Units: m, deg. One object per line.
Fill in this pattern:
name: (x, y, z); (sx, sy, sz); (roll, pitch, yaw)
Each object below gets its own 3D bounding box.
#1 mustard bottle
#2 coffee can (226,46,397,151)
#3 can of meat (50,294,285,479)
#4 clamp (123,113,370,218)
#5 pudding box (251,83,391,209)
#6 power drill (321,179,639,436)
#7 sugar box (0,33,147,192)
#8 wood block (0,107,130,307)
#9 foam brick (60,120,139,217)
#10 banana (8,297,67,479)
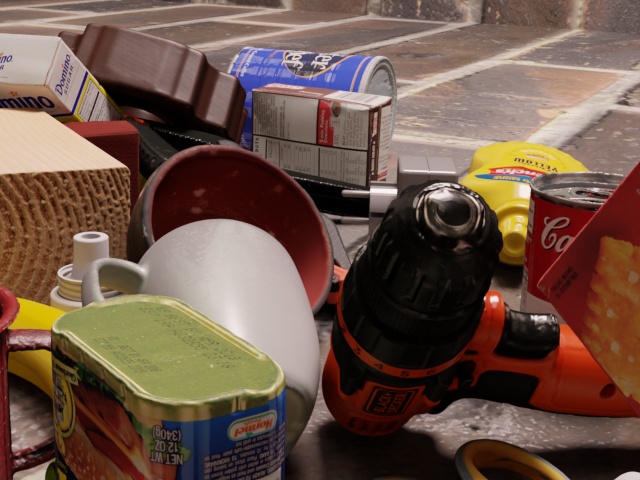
mustard bottle: (0.145, -0.024, 0.758); (0.096, 0.058, 0.191); (16, 20, 9)
coffee can: (-0.009, -0.128, 1.014); (0.140, 0.103, 0.102); (8, 18, 21)
can of meat: (-0.054, 0.073, 0.367); (0.057, 0.084, 0.102); (-10, 21, -35)
clamp: (-0.057, -0.044, 0.790); (0.210, 0.036, 0.164); (28, 25, 27)
pudding box: (-0.002, -0.075, 0.862); (0.114, 0.090, 0.039); (11, 21, 27)
power drill: (0.098, 0.036, 0.414); (0.187, 0.057, 0.184); (6, -25, -4)
sugar box: (-0.203, -0.095, 0.822); (0.093, 0.048, 0.176); (7, -18, 20)
wood block: (-0.192, -0.021, 0.660); (0.090, 0.090, 0.206); (-7, 18, -27)
foam brick: (-0.158, -0.044, 0.759); (0.053, 0.078, 0.051); (-4, 19, -19)
banana: (-0.141, 0.054, 0.503); (0.069, 0.037, 0.198); (-12, 21, -39)
